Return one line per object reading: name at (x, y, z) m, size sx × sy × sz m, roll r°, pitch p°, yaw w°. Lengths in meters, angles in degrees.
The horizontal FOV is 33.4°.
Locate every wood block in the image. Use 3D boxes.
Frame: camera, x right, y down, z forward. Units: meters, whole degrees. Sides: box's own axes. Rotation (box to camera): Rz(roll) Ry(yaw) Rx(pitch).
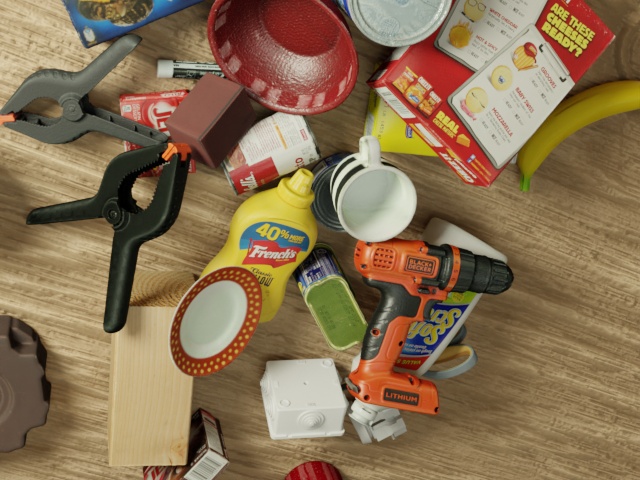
wood block at (-0.192, 0.145, 1.214) m, size 0.090 × 0.090 × 0.206 m, roll 1°, pitch 115°, yaw -14°

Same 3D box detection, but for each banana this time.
banana at (0.298, -0.137, 1.228) m, size 0.198 × 0.037 × 0.069 m, roll -34°, pitch 135°, yaw 5°

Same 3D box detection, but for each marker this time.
marker at (-0.111, -0.178, 1.123) m, size 0.121 × 0.020 × 0.020 m, roll 1°, pitch 114°, yaw -13°

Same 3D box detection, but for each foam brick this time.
foam brick at (-0.113, -0.123, 1.099) m, size 0.078 × 0.051 × 0.053 m, roll -54°, pitch 150°, yaw -21°

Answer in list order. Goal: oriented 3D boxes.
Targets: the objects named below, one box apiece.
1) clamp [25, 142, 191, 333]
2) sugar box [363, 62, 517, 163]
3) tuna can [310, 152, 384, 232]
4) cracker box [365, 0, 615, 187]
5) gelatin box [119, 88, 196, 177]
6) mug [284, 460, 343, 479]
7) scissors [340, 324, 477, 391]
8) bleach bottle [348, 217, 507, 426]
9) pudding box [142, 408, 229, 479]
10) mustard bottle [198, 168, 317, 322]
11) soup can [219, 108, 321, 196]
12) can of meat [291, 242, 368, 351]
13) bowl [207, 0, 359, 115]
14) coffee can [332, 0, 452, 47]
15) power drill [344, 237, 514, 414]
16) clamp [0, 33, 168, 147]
clamp at (-0.212, -0.031, 1.099) m, size 0.165 × 0.036 × 0.210 m, roll 44°, pitch 112°, yaw 16°
sugar box at (0.141, -0.140, 1.182) m, size 0.176 × 0.048 × 0.093 m, roll 4°, pitch 112°, yaw -13°
tuna can at (0.027, -0.055, 1.202) m, size 0.086 × 0.034 × 0.086 m, roll -5°, pitch 115°, yaw -11°
cracker box at (0.176, -0.189, 1.117) m, size 0.164 × 0.072 × 0.213 m, roll 42°, pitch 84°, yaw -17°
gelatin box at (-0.172, -0.113, 1.132) m, size 0.073 × 0.030 × 0.089 m, roll -6°, pitch 116°, yaw -10°
mug at (-0.012, 0.341, 1.350) m, size 0.117 × 0.081 × 0.093 m, roll -39°, pitch 117°, yaw 6°
scissors at (0.099, 0.144, 1.312) m, size 0.202 × 0.096 × 0.016 m, roll -11°, pitch 128°, yaw 27°
bleach bottle at (0.113, 0.104, 1.244) m, size 0.102 × 0.068 × 0.251 m, roll 29°, pitch 90°, yaw -21°
pudding box at (-0.163, 0.270, 1.278) m, size 0.113 × 0.090 × 0.039 m, roll -45°, pitch 118°, yaw 9°
mustard bottle at (-0.058, 0.002, 1.179) m, size 0.096 × 0.058 × 0.192 m, roll 18°, pitch 119°, yaw -24°
soup can at (-0.058, -0.098, 1.144) m, size 0.102 × 0.068 × 0.068 m, roll -24°, pitch 117°, yaw -2°
can of meat at (0.011, 0.066, 1.227) m, size 0.057 × 0.084 × 0.102 m, roll -27°, pitch 118°, yaw 1°
bowl at (-0.030, -0.205, 1.071) m, size 0.162 × 0.055 × 0.162 m, roll 16°, pitch 141°, yaw 13°
coffee can at (0.061, -0.259, 1.056) m, size 0.102 × 0.140 × 0.103 m, roll -5°, pitch 115°, yaw -11°
power drill at (0.113, 0.093, 1.181) m, size 0.184 × 0.057 × 0.188 m, roll 11°, pitch 94°, yaw -12°
clamp at (-0.239, -0.131, 1.084) m, size 0.171 × 0.039 × 0.120 m, roll -15°, pitch 109°, yaw 14°
